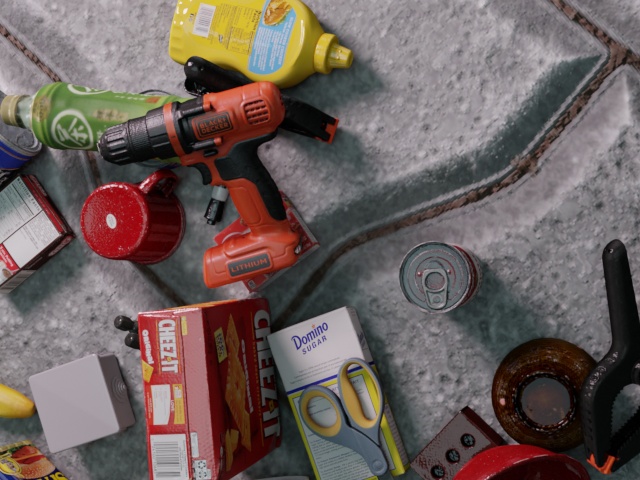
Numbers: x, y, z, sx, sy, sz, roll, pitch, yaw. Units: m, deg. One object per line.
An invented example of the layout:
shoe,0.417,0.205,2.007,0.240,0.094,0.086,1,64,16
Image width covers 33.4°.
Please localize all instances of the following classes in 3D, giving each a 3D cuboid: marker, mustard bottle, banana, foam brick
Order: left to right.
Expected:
banana,-0.406,0.140,1.217,0.070,0.037,0.198,-43,79,12
marker,-0.100,-0.075,1.141,0.020,0.020,0.121,19,95,15
mustard bottle,-0.058,-0.210,1.110,0.192,0.058,0.096,16,91,16
foam brick,0.135,0.209,1.054,0.053,0.051,0.078,43,100,13

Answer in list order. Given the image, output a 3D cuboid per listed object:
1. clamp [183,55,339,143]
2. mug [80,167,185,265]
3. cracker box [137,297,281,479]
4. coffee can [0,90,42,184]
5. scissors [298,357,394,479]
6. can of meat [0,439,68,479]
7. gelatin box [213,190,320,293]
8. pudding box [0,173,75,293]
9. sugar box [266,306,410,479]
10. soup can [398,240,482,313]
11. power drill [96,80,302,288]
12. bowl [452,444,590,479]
clamp,-0.068,-0.143,1.099,0.171,0.120,0.039,24,92,-16
mug,-0.195,-0.028,1.135,0.093,0.081,0.117,43,100,12
cracker box,-0.101,0.142,1.039,0.072,0.213,0.164,-5,88,14
coffee can,-0.396,-0.094,1.183,0.140,0.102,0.103,-39,80,12
scissors,0.037,0.217,1.051,0.096,0.016,0.202,-13,84,12
can of meat,-0.324,0.268,1.160,0.084,0.102,0.057,40,100,15
gelatin box,-0.057,0.001,1.122,0.089,0.030,0.073,-37,80,12
pudding box,-0.345,-0.007,1.202,0.113,0.039,0.090,-38,79,10
sugar box,0.019,0.164,1.092,0.093,0.048,0.176,-20,81,13
soup can,0.118,0.035,1.034,0.068,0.102,0.068,0,89,16
power drill,-0.106,-0.050,1.046,0.184,0.057,0.187,-14,113,7
bowl,0.173,0.247,1.013,0.162,0.162,0.055,-48,39,10
